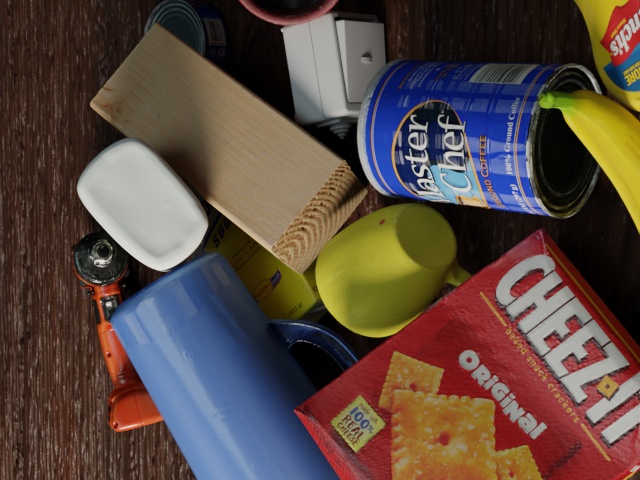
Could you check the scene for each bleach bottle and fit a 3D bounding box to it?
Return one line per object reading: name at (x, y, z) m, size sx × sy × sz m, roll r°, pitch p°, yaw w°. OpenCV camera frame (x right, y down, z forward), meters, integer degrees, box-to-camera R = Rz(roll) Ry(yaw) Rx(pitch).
bleach bottle at (-0.149, -0.020, 0.913) m, size 0.102 × 0.068 × 0.251 m, roll 48°, pitch 171°, yaw -4°

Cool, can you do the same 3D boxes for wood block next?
wood block at (-0.074, -0.075, 0.873) m, size 0.206 × 0.090 × 0.091 m, roll 38°, pitch 88°, yaw 21°

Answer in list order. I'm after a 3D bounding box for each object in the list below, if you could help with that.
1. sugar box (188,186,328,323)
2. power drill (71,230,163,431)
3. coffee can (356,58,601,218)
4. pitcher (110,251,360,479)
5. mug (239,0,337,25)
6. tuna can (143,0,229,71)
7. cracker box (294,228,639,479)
sugar box at (-0.056, 0.001, 0.940) m, size 0.093 × 0.048 × 0.176 m, roll -45°, pitch 68°, yaw 36°
power drill at (-0.193, 0.084, 1.019) m, size 0.184 × 0.057 × 0.187 m, roll 156°, pitch 101°, yaw -78°
coffee can at (0.111, -0.074, 0.743) m, size 0.141 × 0.102 × 0.103 m, roll 10°, pitch 102°, yaw 40°
pitcher at (-0.056, 0.129, 0.869) m, size 0.243 × 0.149 × 0.145 m, roll 58°, pitch 142°, yaw 0°
mug at (-0.013, -0.225, 0.818) m, size 0.117 × 0.081 × 0.093 m, roll -32°, pitch 107°, yaw 13°
tuna can at (-0.124, -0.178, 0.983) m, size 0.086 × 0.033 × 0.086 m, roll 7°, pitch 100°, yaw 41°
cracker box at (0.115, 0.121, 0.722) m, size 0.214 × 0.072 × 0.164 m, roll -37°, pitch 69°, yaw 4°
